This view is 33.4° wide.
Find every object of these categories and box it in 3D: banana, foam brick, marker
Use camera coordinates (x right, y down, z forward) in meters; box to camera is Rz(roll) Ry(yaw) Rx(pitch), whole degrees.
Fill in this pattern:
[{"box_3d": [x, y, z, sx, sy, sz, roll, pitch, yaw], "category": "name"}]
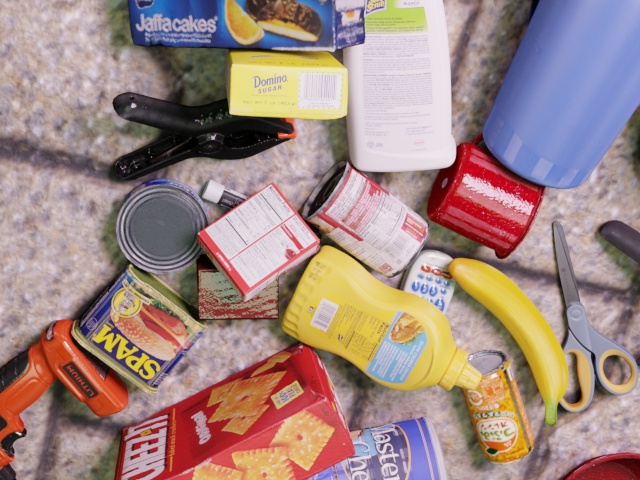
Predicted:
[{"box_3d": [0.194, 0.085, 1.052, 0.037, 0.069, 0.198, -28, 103, 34], "category": "banana"}, {"box_3d": [-0.079, 0.044, 1.014, 0.078, 0.053, 0.051, 0, 106, -6], "category": "foam brick"}, {"box_3d": [-0.054, -0.025, 1.015, 0.121, 0.020, 0.020, 24, 102, -13], "category": "marker"}]

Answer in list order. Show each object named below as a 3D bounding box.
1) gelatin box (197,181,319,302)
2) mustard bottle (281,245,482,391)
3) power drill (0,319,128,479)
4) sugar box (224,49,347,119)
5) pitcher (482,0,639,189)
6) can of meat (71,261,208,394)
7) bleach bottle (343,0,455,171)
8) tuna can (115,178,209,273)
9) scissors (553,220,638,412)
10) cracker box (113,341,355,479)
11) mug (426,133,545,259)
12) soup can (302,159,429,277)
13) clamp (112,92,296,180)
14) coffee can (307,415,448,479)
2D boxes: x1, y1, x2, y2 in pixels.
[{"box_3d": [-0.056, 0.001, 0.976, 0.089, 0.030, 0.073, -36, 78, -16], "category": "gelatin box"}, {"box_3d": [0.064, 0.088, 1.008, 0.191, 0.058, 0.096, 29, 118, 6], "category": "mustard bottle"}, {"box_3d": [-0.281, 0.178, 1.027, 0.187, 0.057, 0.184, -34, 106, 4], "category": "power drill"}, {"box_3d": [-0.033, -0.139, 0.902, 0.093, 0.176, 0.048, 2, 108, -7], "category": "sugar box"}, {"box_3d": [0.234, -0.175, 0.929, 0.145, 0.149, 0.243, 30, 125, 9], "category": "pitcher"}, {"box_3d": [-0.169, 0.081, 1.013, 0.102, 0.057, 0.084, 40, 95, -15], "category": "can of meat"}, {"box_3d": [0.070, -0.184, 0.924, 0.102, 0.068, 0.251, -3, 122, -2], "category": "bleach bottle"}, {"box_3d": [-0.147, -0.014, 0.999, 0.086, 0.034, 0.086, -2, 106, -6], "category": "tuna can"}, {"box_3d": [0.277, 0.079, 1.078, 0.096, 0.016, 0.202, 2, 105, 5], "category": "scissors"}, {"box_3d": [-0.084, 0.186, 0.996, 0.213, 0.164, 0.072, -26, 105, 1], "category": "cracker box"}, {"box_3d": [0.156, -0.051, 1.002, 0.081, 0.093, 0.117, 24, 71, -8], "category": "mug"}, {"box_3d": [0.043, -0.019, 1.002, 0.102, 0.068, 0.068, 35, 99, -15], "category": "soup can"}, {"box_3d": [-0.107, -0.102, 0.949, 0.171, 0.120, 0.039, -13, 71, -7], "category": "clamp"}, {"box_3d": [0.049, 0.237, 1.057, 0.140, 0.103, 0.103, -10, 107, -3], "category": "coffee can"}]
